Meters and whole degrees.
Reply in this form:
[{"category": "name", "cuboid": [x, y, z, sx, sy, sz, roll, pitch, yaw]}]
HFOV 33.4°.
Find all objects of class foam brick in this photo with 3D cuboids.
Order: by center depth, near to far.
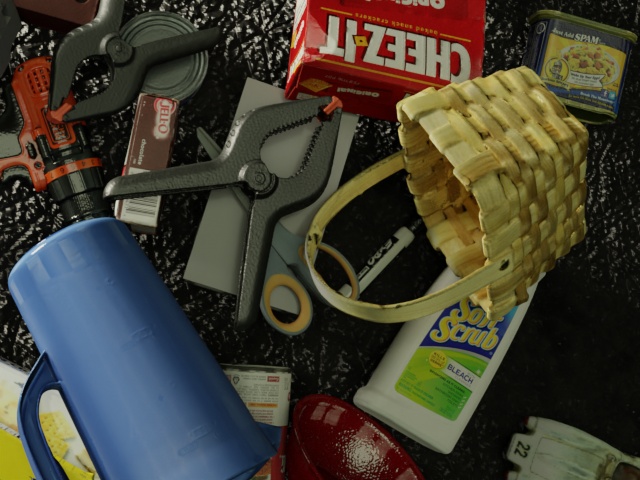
[{"category": "foam brick", "cuboid": [-0.233, -0.217, 0.952, 0.078, 0.051, 0.053, 13, 84, -9]}]

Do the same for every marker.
[{"category": "marker", "cuboid": [0.061, 0.015, 0.999, 0.020, 0.020, 0.121, 45, 80, -4]}]

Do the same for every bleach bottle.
[{"category": "bleach bottle", "cuboid": [0.134, 0.064, 0.987, 0.102, 0.068, 0.250, 31, 79, -6]}]

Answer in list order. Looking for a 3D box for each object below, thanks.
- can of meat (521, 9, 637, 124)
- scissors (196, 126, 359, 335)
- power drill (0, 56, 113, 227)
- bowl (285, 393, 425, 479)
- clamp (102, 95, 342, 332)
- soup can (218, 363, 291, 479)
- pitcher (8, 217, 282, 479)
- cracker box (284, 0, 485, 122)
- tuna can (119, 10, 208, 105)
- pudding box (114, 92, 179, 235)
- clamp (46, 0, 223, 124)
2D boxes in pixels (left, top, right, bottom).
[{"category": "can of meat", "cuboid": [0.243, -0.165, 1.025, 0.102, 0.057, 0.084, 14, 86, -8]}, {"category": "scissors", "cuboid": [-0.056, 0.001, 0.919, 0.201, 0.016, 0.096, 39, 79, -5]}, {"category": "power drill", "cuboid": [-0.285, -0.051, 0.929, 0.187, 0.057, 0.184, -19, 85, -13]}, {"category": "bowl", "cuboid": [0.024, 0.211, 0.928, 0.162, 0.162, 0.055, 40, 109, -5]}, {"category": "clamp", "cuboid": [-0.052, -0.038, 0.894, 0.209, 0.036, 0.164, -39, 95, -16]}, {"category": "soup can", "cuboid": [-0.062, 0.162, 0.943, 0.068, 0.068, 0.102, 5, 84, -9]}, {"category": "pitcher", "cuboid": [-0.156, 0.110, 0.845, 0.145, 0.149, 0.243, -36, 77, 15]}, {"category": "cracker box", "cuboid": [0.063, -0.218, 0.963, 0.164, 0.072, 0.213, 10, 66, -10]}, {"category": "tuna can", "cuboid": [-0.146, -0.163, 0.971, 0.086, 0.034, 0.086, 1, 85, -9]}, {"category": "pudding box", "cuboid": [-0.150, -0.065, 0.935, 0.039, 0.090, 0.113, 12, 84, -7]}, {"category": "clamp", "cuboid": [-0.166, -0.161, 0.925, 0.120, 0.039, 0.171, 33, 81, -11]}]
